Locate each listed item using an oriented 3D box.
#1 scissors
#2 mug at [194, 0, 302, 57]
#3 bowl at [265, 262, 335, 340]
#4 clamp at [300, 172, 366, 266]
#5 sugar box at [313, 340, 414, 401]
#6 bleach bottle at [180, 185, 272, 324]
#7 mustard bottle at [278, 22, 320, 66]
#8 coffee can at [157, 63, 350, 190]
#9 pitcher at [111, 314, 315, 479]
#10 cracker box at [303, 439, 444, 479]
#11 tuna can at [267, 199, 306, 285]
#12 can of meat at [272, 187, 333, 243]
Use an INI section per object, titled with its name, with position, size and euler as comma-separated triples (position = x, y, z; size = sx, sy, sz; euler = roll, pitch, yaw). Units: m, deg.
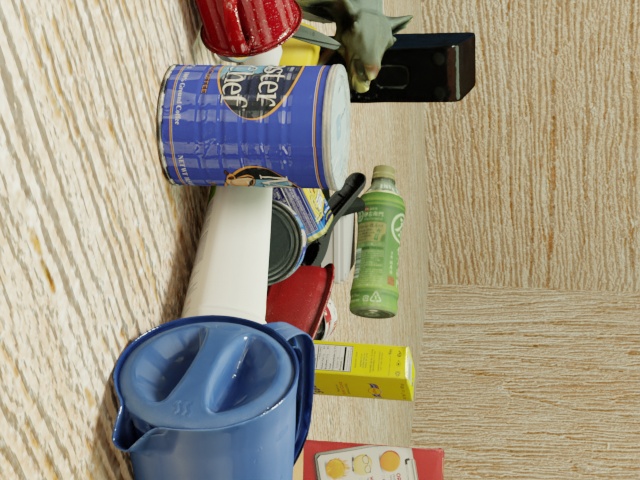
[scissors]
position = -0.045, -0.196, 1.050
size = 0.201, 0.016, 0.096
euler = 31, 72, -52
[mug]
position = -0.069, -0.208, 0.905
size = 0.081, 0.093, 0.117
euler = 74, 16, -47
[bowl]
position = -0.044, 0.087, 1.108
size = 0.162, 0.055, 0.162
euler = -156, -89, -82
[clamp]
position = -0.012, -0.020, 1.279
size = 0.120, 0.039, 0.171
euler = 27, 89, -53
[sugar box]
position = 0.016, 0.148, 1.216
size = 0.093, 0.176, 0.048
euler = 70, 23, -64
[bleach bottle]
position = -0.075, -0.020, 0.942
size = 0.103, 0.068, 0.251
euler = 130, -29, -57
[mustard bottle]
position = -0.046, -0.143, 1.124
size = 0.191, 0.058, 0.096
euler = -77, -171, -45
[coffee can]
position = -0.052, -0.094, 0.880
size = 0.102, 0.140, 0.103
euler = 2, 90, -80
[pitcher]
position = -0.074, 0.184, 0.834
size = 0.145, 0.149, 0.243
euler = -98, -174, -57
[cracker box]
position = 0.036, 0.320, 1.254
size = 0.072, 0.214, 0.164
euler = 46, 47, -76
[tuna can]
position = -0.057, 0.001, 1.032
size = 0.033, 0.086, 0.086
euler = -1, 93, -82
[can of meat]
position = -0.030, -0.043, 1.106
size = 0.084, 0.057, 0.102
euler = 64, 14, -9
